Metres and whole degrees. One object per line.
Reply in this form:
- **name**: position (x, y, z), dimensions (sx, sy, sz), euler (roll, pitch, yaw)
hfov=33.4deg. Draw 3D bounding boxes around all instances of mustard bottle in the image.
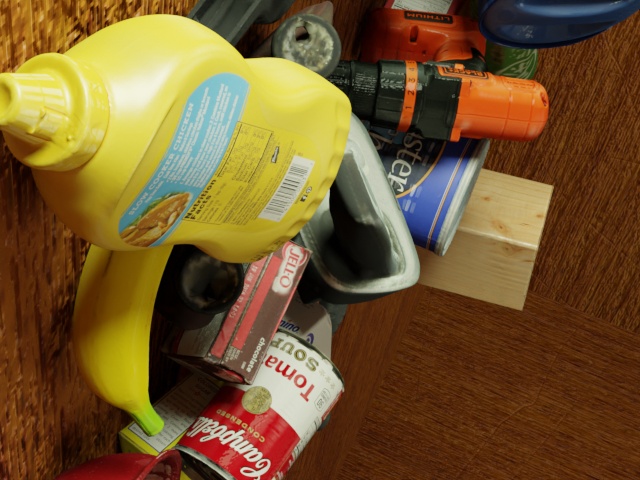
- **mustard bottle**: position (-0.061, -0.040, 0.435), dimensions (0.096, 0.058, 0.191), euler (-57, 155, 13)

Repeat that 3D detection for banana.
- **banana**: position (-0.081, -0.001, 0.533), dimensions (0.069, 0.037, 0.198), euler (21, 87, -60)

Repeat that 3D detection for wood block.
- **wood block**: position (0.104, -0.019, 1.011), dimensions (0.091, 0.206, 0.090), euler (92, 17, -46)

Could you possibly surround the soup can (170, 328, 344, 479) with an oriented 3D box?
- **soup can**: position (-0.039, 0.115, 0.685), dimensions (0.102, 0.068, 0.068), euler (-52, 164, -25)

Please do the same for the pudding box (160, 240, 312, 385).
- **pudding box**: position (-0.056, 0.042, 0.678), dimensions (0.090, 0.039, 0.114), euler (-64, -160, -14)

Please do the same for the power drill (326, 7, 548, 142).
- **power drill**: position (0.074, -0.133, 0.845), dimensions (0.187, 0.184, 0.057), euler (-92, -169, -62)

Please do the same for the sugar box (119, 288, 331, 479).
- **sugar box**: position (-0.061, 0.120, 0.764), dimensions (0.176, 0.048, 0.093), euler (-37, 146, -32)

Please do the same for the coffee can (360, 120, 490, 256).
- **coffee can**: position (0.055, -0.060, 0.876), dimensions (0.102, 0.140, 0.103), euler (23, 89, -81)
